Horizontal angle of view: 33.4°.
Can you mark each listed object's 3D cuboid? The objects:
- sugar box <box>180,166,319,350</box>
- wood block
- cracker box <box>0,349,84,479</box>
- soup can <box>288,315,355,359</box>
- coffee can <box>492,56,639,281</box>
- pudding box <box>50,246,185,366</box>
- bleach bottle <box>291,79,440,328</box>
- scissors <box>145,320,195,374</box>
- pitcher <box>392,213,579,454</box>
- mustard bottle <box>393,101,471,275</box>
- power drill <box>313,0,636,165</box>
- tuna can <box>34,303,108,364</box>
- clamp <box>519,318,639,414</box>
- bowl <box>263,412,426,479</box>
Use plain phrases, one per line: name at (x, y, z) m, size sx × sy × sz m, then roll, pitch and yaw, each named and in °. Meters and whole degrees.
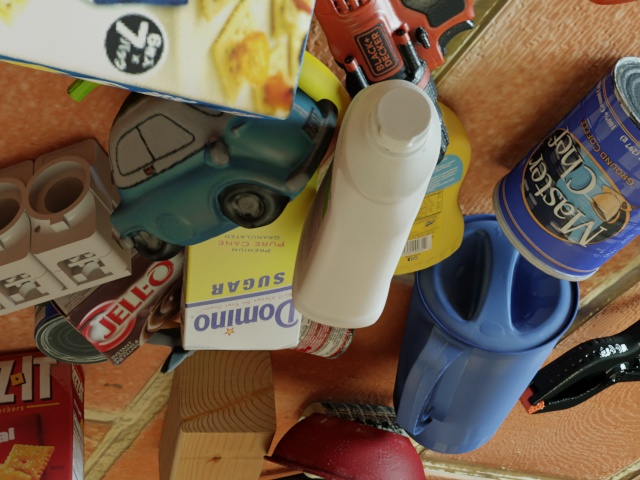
sugar box at (-0.055, 0.001, 0.798) m, size 0.093 × 0.048 × 0.176 m, roll 0°, pitch 118°, yaw -11°
wood block at (-0.108, 0.202, 1.067) m, size 0.090 × 0.090 × 0.206 m, roll 3°, pitch 142°, yaw -14°
cracker box at (-0.291, 0.203, 0.926) m, size 0.164 × 0.214 × 0.072 m, roll -5°, pitch 142°, yaw -5°
soup can at (-0.028, 0.059, 0.911) m, size 0.102 × 0.068 × 0.069 m, roll 15°, pitch 137°, yaw -28°
coffee can at (0.209, -0.050, 0.787) m, size 0.102 × 0.103 × 0.141 m, roll 14°, pitch 137°, yaw -28°
pudding box at (-0.145, 0.035, 0.835) m, size 0.113 × 0.039 × 0.090 m, roll -44°, pitch 148°, yaw -10°
bleach bottle at (0.028, -0.021, 0.640) m, size 0.068 × 0.102 × 0.251 m, roll 10°, pitch 164°, yaw -2°
scissors at (-0.128, 0.085, 0.877) m, size 0.096 × 0.016 × 0.201 m, roll 1°, pitch -175°, yaw 16°
pitcher at (0.126, 0.102, 0.945) m, size 0.149 × 0.145 × 0.243 m, roll -4°, pitch 146°, yaw -8°
mustard bottle at (0.062, -0.052, 0.791) m, size 0.096 × 0.058 × 0.192 m, roll -11°, pitch 144°, yaw -5°
power drill at (0.097, -0.139, 0.646) m, size 0.188 × 0.057 × 0.184 m, roll -28°, pitch 135°, yaw 5°
tuna can at (-0.203, 0.072, 0.921) m, size 0.086 × 0.034 × 0.086 m, roll -6°, pitch 143°, yaw -4°
clamp at (0.284, 0.124, 1.050) m, size 0.209 × 0.036 × 0.164 m, roll -24°, pitch 147°, yaw -13°
bowl at (0.031, 0.196, 0.983) m, size 0.162 × 0.055 × 0.162 m, roll 15°, pitch 170°, yaw 2°
